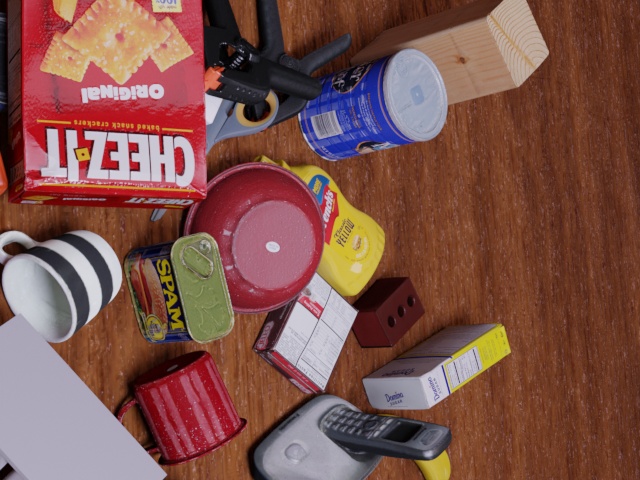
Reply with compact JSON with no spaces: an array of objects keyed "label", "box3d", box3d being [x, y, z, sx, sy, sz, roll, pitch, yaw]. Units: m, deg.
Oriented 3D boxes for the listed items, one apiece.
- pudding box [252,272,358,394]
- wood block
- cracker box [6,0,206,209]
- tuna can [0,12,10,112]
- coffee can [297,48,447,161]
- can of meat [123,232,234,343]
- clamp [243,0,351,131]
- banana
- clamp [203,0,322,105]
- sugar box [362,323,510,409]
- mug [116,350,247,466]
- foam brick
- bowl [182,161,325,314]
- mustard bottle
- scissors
[{"label":"pudding box","box3d":[-0.014,0.099,1.175,0.090,0.039,0.113,45,57,-31]},{"label":"wood block","box3d":[0.150,-0.217,1.268,0.090,0.207,0.091,-46,116,-39]},{"label":"cracker box","box3d":[-0.187,-0.139,0.938,0.164,0.072,0.214,1,82,-26]},{"label":"tuna can","box3d":[-0.288,-0.158,0.947,0.085,0.034,0.086,9,78,-44]},{"label":"coffee can","box3d":[0.058,-0.152,1.214,0.102,0.141,0.103,9,78,-44]},{"label":"can of meat","box3d":[-0.138,0.048,1.028,0.057,0.084,0.102,-17,96,-45]},{"label":"clamp","box3d":[-0.031,-0.192,1.192,0.120,0.039,0.171,18,72,-14]},{"label":"banana","box3d":[0.101,0.247,1.266,0.197,0.037,0.069,41,56,-33]},{"label":"clamp","box3d":[-0.088,-0.190,1.073,0.164,0.036,0.209,46,25,2]},{"label":"sugar box","box3d":[0.142,0.151,1.283,0.175,0.094,0.048,-27,103,-43]},{"label":"mug","box3d":[-0.139,0.162,1.017,0.117,0.093,0.081,-24,97,-7]},{"label":"foam brick","box3d":[0.077,0.085,1.258,0.078,0.051,0.053,-42,113,-40]},{"label":"bowl","box3d":[-0.057,0.001,1.095,0.161,0.055,0.162,-4,99,-24]},{"label":"mustard bottle","box3d":[-0.009,-0.028,1.186,0.191,0.058,0.096,44,60,-31]},{"label":"scissors","box3d":[-0.104,-0.097,1.109,0.096,0.016,0.201,16,68,-9]}]
